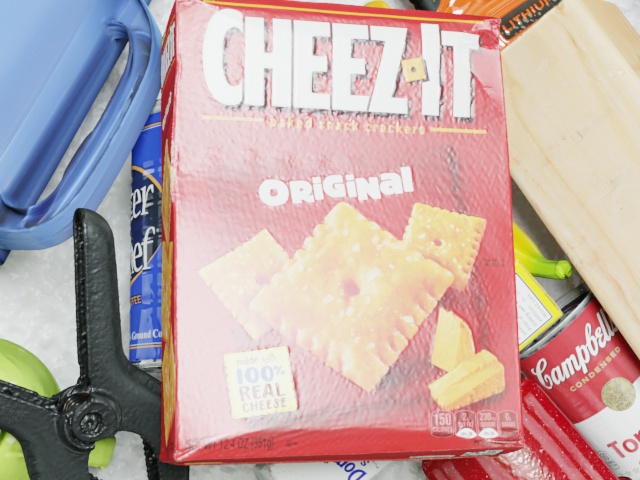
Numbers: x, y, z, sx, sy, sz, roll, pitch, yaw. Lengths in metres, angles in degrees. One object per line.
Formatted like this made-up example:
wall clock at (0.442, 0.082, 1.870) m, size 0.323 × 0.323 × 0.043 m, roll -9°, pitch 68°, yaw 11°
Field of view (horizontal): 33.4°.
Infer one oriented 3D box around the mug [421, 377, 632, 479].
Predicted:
mug at (0.103, 0.138, 0.598) m, size 0.117 × 0.093 × 0.081 m, roll -43°, pitch 83°, yaw 26°

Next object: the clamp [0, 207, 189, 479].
clamp at (-0.124, 0.083, 0.507) m, size 0.120 × 0.039 × 0.171 m, roll -26°, pitch 107°, yaw -10°

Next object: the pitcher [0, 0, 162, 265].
pitcher at (-0.161, -0.113, 0.579) m, size 0.149 × 0.145 × 0.242 m, roll 35°, pitch 74°, yaw -21°

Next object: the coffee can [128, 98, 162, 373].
coffee can at (-0.054, 0.001, 0.586) m, size 0.102 × 0.103 × 0.140 m, roll 0°, pitch 81°, yaw -8°

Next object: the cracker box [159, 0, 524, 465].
cracker box at (0.007, -0.003, 0.510) m, size 0.164 × 0.072 × 0.214 m, roll 2°, pitch 79°, yaw -14°
